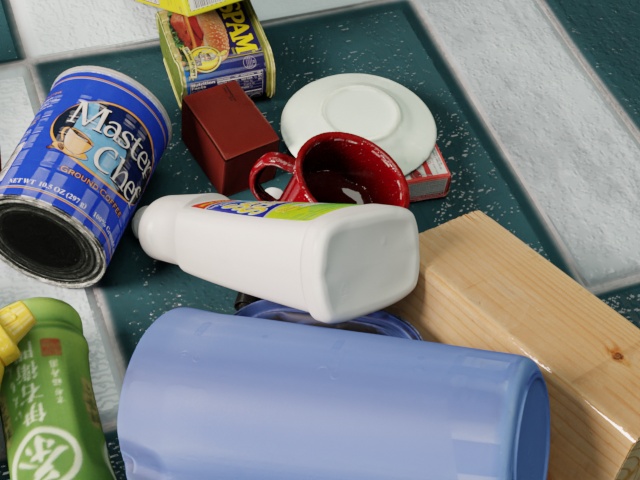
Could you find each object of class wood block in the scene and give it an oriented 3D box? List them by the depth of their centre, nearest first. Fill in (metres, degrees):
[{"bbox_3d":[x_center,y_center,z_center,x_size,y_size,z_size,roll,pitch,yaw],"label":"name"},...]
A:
[{"bbox_3d":[0.140,0.079,0.712,0.090,0.090,0.206,-21,47,-35],"label":"wood block"}]

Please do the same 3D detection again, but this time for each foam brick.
[{"bbox_3d":[-0.076,-0.085,0.889,0.052,0.051,0.078,-22,59,-23],"label":"foam brick"}]

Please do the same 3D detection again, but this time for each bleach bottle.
[{"bbox_3d":[-0.055,0.001,0.752,0.251,0.068,0.102,8,16,44],"label":"bleach bottle"}]

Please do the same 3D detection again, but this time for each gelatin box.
[{"bbox_3d":[0.057,-0.065,0.904,0.089,0.030,0.073,-11,54,-14],"label":"gelatin box"}]

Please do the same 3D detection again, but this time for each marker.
[{"bbox_3d":[-0.047,0.009,0.842,0.020,0.020,0.121,11,52,1],"label":"marker"}]

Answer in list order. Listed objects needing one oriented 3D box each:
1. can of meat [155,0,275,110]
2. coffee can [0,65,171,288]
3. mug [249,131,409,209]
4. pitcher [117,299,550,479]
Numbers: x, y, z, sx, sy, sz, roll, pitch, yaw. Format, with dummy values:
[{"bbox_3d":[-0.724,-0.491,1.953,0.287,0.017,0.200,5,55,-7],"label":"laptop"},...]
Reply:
[{"bbox_3d":[-0.094,-0.167,0.946,0.083,0.057,0.102,-13,55,-13],"label":"can of meat"},{"bbox_3d":[-0.186,-0.049,0.817,0.103,0.103,0.140,16,53,5],"label":"coffee can"},{"bbox_3d":[-0.001,-0.028,0.822,0.117,0.082,0.093,24,49,-9],"label":"mug"},{"bbox_3d":[0.013,0.107,0.656,0.243,0.144,0.149,2,82,24],"label":"pitcher"}]
